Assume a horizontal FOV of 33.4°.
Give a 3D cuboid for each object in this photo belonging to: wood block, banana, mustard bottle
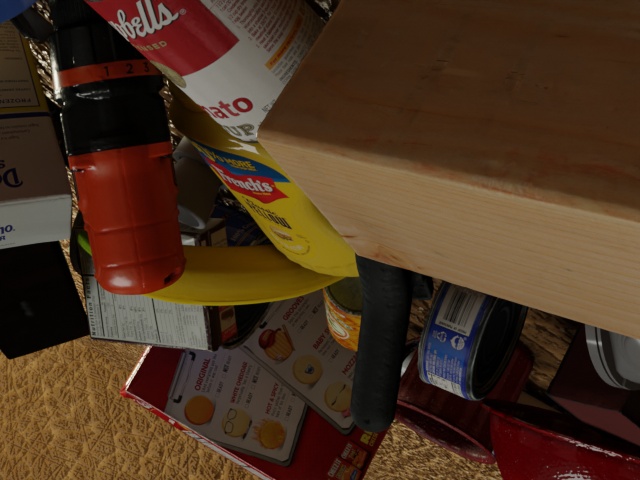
[{"bbox_3d":[0.092,-0.030,0.377,0.206,0.090,0.090,17,159,42],"label":"wood block"},{"bbox_3d":[-0.056,0.013,0.684,0.197,0.069,0.037,2,132,-11],"label":"banana"},{"bbox_3d":[-0.030,-0.051,0.589,0.096,0.058,0.191,26,164,36],"label":"mustard bottle"}]

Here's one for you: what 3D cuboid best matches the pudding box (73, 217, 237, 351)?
[{"bbox_3d":[-0.119,0.029,0.765,0.114,0.039,0.090,4,108,29],"label":"pudding box"}]

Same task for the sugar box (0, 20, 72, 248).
[{"bbox_3d":[-0.206,-0.072,0.617,0.048,0.093,0.176,109,147,-50],"label":"sugar box"}]

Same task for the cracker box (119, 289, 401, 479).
[{"bbox_3d":[-0.040,0.116,0.924,0.213,0.164,0.072,33,162,-9],"label":"cracker box"}]

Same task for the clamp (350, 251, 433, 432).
[{"bbox_3d":[0.042,0.006,0.579,0.039,0.120,0.171,8,124,8],"label":"clamp"}]

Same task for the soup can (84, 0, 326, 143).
[{"bbox_3d":[-0.046,-0.097,0.459,0.069,0.068,0.102,12,157,48],"label":"soup can"}]

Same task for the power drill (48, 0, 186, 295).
[{"bbox_3d":[-0.114,-0.068,0.580,0.057,0.184,0.188,-8,-176,-9],"label":"power drill"}]

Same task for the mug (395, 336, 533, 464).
[{"bbox_3d":[0.096,0.104,0.792,0.117,0.081,0.093,12,156,48],"label":"mug"}]

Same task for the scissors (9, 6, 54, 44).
[{"bbox_3d":[-0.157,-0.118,0.565,0.202,0.016,0.096,45,180,43],"label":"scissors"}]

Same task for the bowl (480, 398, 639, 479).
[{"bbox_3d":[0.166,0.141,0.625,0.162,0.055,0.162,15,179,0],"label":"bowl"}]

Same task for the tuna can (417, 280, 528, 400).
[{"bbox_3d":[0.092,0.050,0.627,0.034,0.086,0.086,21,162,26],"label":"tuna can"}]
